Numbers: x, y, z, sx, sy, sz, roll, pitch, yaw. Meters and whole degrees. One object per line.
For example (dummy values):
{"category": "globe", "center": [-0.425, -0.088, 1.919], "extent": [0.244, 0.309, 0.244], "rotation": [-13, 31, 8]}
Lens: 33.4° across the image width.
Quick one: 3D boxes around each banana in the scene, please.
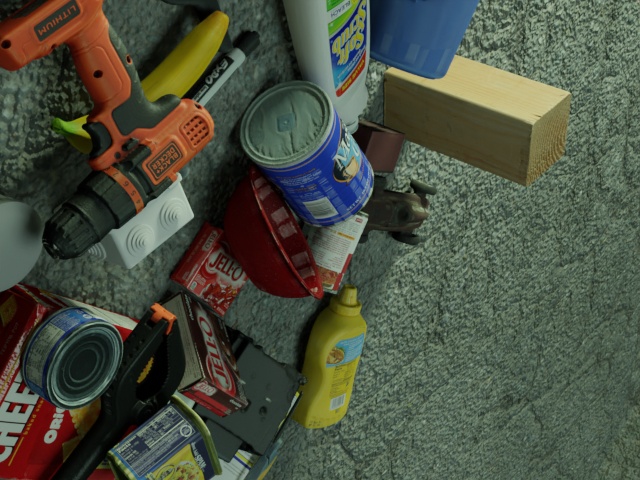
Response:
{"category": "banana", "center": [-0.154, -0.132, 0.952], "extent": [0.197, 0.037, 0.070], "rotation": [-42, 171, -25]}

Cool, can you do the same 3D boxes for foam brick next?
{"category": "foam brick", "center": [0.054, -0.113, 1.273], "extent": [0.078, 0.053, 0.051], "rotation": [-5, 116, -55]}

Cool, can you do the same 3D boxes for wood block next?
{"category": "wood block", "center": [0.186, -0.154, 1.288], "extent": [0.090, 0.206, 0.090], "rotation": [-37, 139, -36]}

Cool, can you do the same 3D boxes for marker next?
{"category": "marker", "center": [-0.099, -0.162, 1.046], "extent": [0.121, 0.020, 0.020], "rotation": [-51, 146, -19]}

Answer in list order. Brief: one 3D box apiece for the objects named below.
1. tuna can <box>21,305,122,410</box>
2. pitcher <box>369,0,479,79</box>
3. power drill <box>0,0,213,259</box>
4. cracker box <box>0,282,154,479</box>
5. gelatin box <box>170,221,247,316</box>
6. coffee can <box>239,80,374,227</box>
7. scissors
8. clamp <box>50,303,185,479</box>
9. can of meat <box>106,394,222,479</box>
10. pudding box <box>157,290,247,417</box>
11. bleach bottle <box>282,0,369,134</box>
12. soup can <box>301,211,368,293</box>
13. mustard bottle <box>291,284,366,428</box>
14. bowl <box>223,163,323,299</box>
{"category": "tuna can", "center": [-0.212, 0.102, 0.921], "extent": [0.086, 0.034, 0.086], "rotation": [-32, 134, -40]}
{"category": "pitcher", "center": [0.125, -0.306, 1.169], "extent": [0.149, 0.145, 0.243], "rotation": [12, 107, -29]}
{"category": "power drill", "center": [-0.192, -0.101, 0.862], "extent": [0.184, 0.057, 0.187], "rotation": [-47, 124, -27]}
{"category": "cracker box", "center": [-0.245, 0.140, 0.999], "extent": [0.213, 0.072, 0.164], "rotation": [29, 87, -58]}
{"category": "gelatin box", "center": [-0.114, 0.032, 1.152], "extent": [0.073, 0.030, 0.089], "rotation": [-57, 148, -11]}
{"category": "coffee can", "center": [-0.012, -0.090, 1.144], "extent": [0.102, 0.103, 0.140], "rotation": [-57, 148, -12]}
{"category": "scissors", "center": [-0.054, 0.248, 1.313], "extent": [0.202, 0.016, 0.096], "rotation": [-60, 172, 19]}
{"category": "clamp", "center": [-0.171, 0.159, 1.013], "extent": [0.164, 0.036, 0.210], "rotation": [5, 111, -57]}
{"category": "can of meat", "center": [-0.146, 0.208, 1.001], "extent": [0.083, 0.057, 0.102], "rotation": [-38, 144, -23]}
{"category": "pudding box", "center": [-0.124, 0.120, 1.119], "extent": [0.039, 0.113, 0.090], "rotation": [-30, 144, 10]}
{"category": "bleach bottle", "center": [0.016, -0.217, 1.137], "extent": [0.102, 0.068, 0.251], "rotation": [-46, 146, -26]}
{"category": "soup can", "center": [0.008, 0.004, 1.273], "extent": [0.068, 0.069, 0.102], "rotation": [17, 97, -58]}
{"category": "mustard bottle", "center": [0.017, 0.147, 1.396], "extent": [0.096, 0.058, 0.192], "rotation": [-11, 121, -50]}
{"category": "bowl", "center": [-0.057, 0.001, 1.135], "extent": [0.055, 0.162, 0.162], "rotation": [-28, 147, 9]}
